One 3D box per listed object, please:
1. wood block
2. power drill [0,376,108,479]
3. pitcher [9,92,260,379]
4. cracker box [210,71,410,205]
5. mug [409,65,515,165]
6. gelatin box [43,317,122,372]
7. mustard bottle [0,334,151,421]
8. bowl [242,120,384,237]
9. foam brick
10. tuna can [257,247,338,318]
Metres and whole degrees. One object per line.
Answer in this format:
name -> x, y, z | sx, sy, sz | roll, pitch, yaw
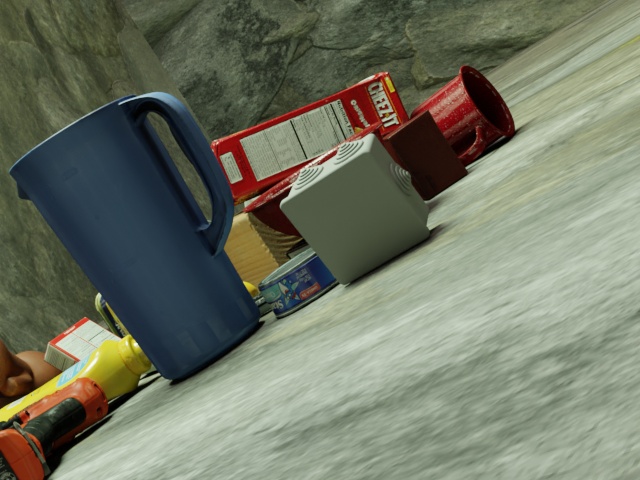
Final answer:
wood block -> -0.059, 0.002, 1.206 | 0.090, 0.091, 0.206 | -35, 5, -23
power drill -> -0.286, 0.196, 0.943 | 0.184, 0.057, 0.187 | -34, 5, 4
pitcher -> -0.152, -0.005, 0.959 | 0.144, 0.243, 0.149 | -35, 5, -22
cracker box -> -0.022, -0.111, 1.212 | 0.213, 0.072, 0.164 | -24, 1, -10
mug -> 0.153, -0.122, 1.162 | 0.082, 0.093, 0.117 | -36, 36, 30
gelatin box -> -0.255, 0.133, 1.210 | 0.073, 0.089, 0.030 | -42, -21, -59
mustard bottle -> -0.243, 0.152, 1.079 | 0.192, 0.058, 0.096 | -34, 4, 9
bowl -> 0.006, -0.050, 1.030 | 0.162, 0.055, 0.162 | -32, 7, 4
foam brick -> 0.105, -0.086, 1.095 | 0.053, 0.078, 0.051 | -34, 6, -4
tuna can -> -0.013, 0.031, 0.942 | 0.086, 0.034, 0.086 | -33, 5, 3
